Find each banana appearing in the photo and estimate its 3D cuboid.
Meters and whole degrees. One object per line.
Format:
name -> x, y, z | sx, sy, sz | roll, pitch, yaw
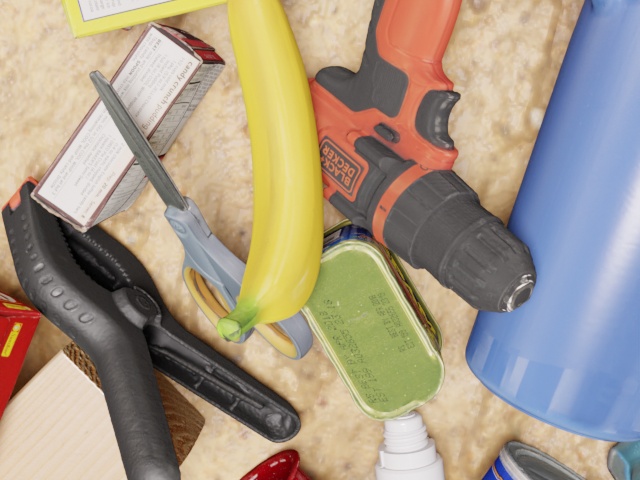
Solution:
banana -> -0.023, -0.043, 0.535 | 0.037, 0.069, 0.198 | -8, 72, 18

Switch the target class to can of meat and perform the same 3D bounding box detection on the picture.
can of meat -> 0.027, 0.042, 0.591 | 0.057, 0.084, 0.102 | -30, 94, 6

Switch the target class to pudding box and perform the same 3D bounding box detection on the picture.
pudding box -> -0.101, -0.063, 0.582 | 0.039, 0.090, 0.113 | 34, 98, -2

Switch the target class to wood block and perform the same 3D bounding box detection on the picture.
wood block -> -0.175, 0.153, 0.615 | 0.206, 0.090, 0.091 | -44, 93, 8

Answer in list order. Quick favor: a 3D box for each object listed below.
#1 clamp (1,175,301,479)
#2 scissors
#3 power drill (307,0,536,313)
clamp -> -0.101, 0.050, 0.594 | 0.036, 0.164, 0.210 | -46, 70, 16
scissors -> -0.054, 0.001, 0.548 | 0.096, 0.202, 0.016 | 27, 63, 27
power drill -> 0.065, -0.081, 0.525 | 0.185, 0.057, 0.188 | 42, 120, 33
